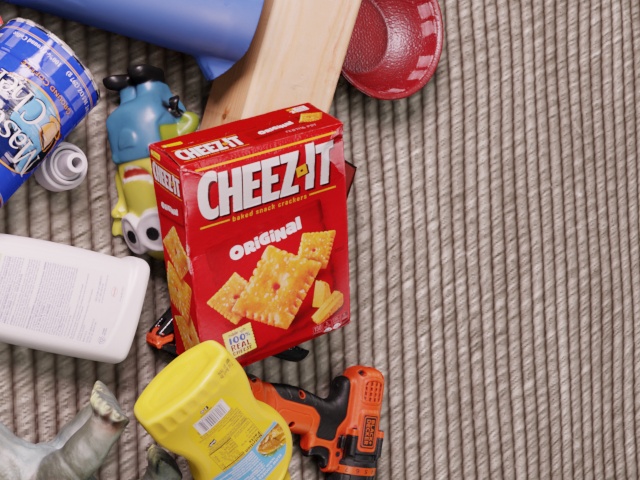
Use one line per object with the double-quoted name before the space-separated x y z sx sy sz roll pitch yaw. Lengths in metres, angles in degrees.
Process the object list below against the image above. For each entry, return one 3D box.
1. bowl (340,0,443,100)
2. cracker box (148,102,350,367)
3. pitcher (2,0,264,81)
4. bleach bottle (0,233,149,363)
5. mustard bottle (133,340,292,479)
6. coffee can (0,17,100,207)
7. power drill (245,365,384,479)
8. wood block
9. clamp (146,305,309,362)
"bowl" 0.054 -0.227 1.140 0.161 0.055 0.162 1 88 -33
"cracker box" -0.056 0.001 0.964 0.164 0.072 0.214 -19 122 -27
"pitcher" -0.170 -0.252 0.934 0.242 0.145 0.149 10 52 -20
"bleach bottle" -0.278 0.032 0.912 0.250 0.068 0.102 19 78 -29
"mustard bottle" -0.078 0.181 0.957 0.096 0.058 0.191 -43 127 -12
"coffee can" -0.269 -0.102 0.897 0.102 0.103 0.140 48 65 -23
"power drill" -0.022 0.211 1.079 0.187 0.057 0.184 13 81 -34
"wood block" -0.043 -0.159 1.025 0.090 0.091 0.206 13 97 -32
"clamp" -0.087 0.068 1.049 0.171 0.039 0.120 -4 89 -33
